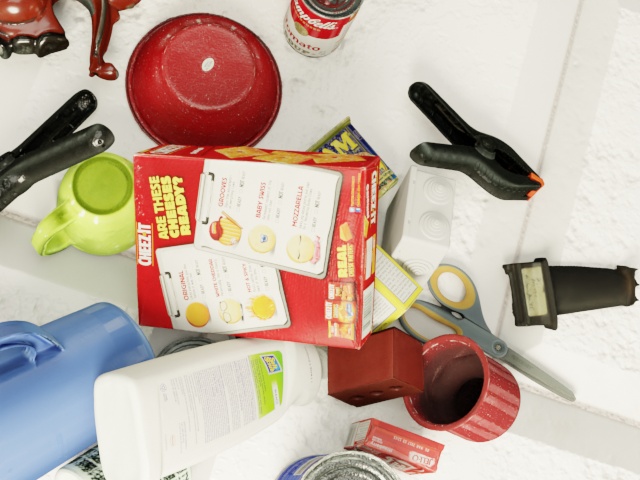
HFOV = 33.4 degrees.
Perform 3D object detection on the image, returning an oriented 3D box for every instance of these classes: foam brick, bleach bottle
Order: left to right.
[{"bbox_3d":[-0.079,0.141,0.951,0.250,0.068,0.102,-9,93,-47],"label":"bleach bottle"},{"bbox_3d":[0.052,0.120,1.005,0.052,0.078,0.051,31,49,-45],"label":"foam brick"}]

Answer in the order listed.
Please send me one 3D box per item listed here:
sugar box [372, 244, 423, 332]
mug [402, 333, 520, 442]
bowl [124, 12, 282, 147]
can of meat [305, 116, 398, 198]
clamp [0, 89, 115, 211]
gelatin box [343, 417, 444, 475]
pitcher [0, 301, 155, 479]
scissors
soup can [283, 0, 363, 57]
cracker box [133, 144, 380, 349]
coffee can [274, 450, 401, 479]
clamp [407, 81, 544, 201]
[{"bbox_3d":[0.005,0.017,1.027,0.176,0.093,0.048,46,44,2],"label":"sugar box"},{"bbox_3d":[0.131,0.140,1.025,0.081,0.117,0.093,31,94,-46],"label":"mug"},{"bbox_3d":[-0.114,-0.164,1.068,0.162,0.055,0.162,3,76,-10],"label":"bowl"},{"bbox_3d":[0.016,-0.059,1.068,0.102,0.057,0.084,-41,90,-16],"label":"can of meat"},{"bbox_3d":[-0.277,-0.061,0.977,0.210,0.165,0.036,-39,115,-9],"label":"clamp"},{"bbox_3d":[0.067,0.195,1.002,0.073,0.089,0.030,22,74,-6],"label":"gelatin box"},{"bbox_3d":[-0.259,0.138,0.897,0.242,0.149,0.145,-27,95,-35],"label":"pitcher"},{"bbox_3d":[0.177,0.089,1.086,0.201,0.016,0.096,19,74,-6],"label":"scissors"},{"bbox_3d":[0.002,-0.235,1.081,0.068,0.102,0.068,2,77,-11],"label":"soup can"},{"bbox_3d":[-0.056,0.001,0.964,0.214,0.072,0.164,5,104,16],"label":"cracker box"},{"bbox_3d":[0.012,0.241,0.954,0.102,0.140,0.103,2,77,-11],"label":"coffee can"},{"bbox_3d":[0.155,-0.097,1.096,0.171,0.039,0.120,24,46,-29],"label":"clamp"}]
